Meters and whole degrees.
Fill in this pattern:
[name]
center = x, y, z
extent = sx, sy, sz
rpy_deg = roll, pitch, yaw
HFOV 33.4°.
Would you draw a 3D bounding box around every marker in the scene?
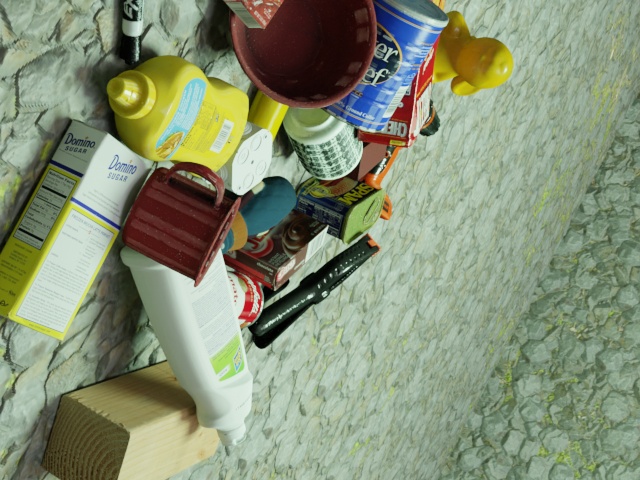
[marker]
center = -0.156, -0.204, 0.892
extent = 0.020, 0.020, 0.121
rpy_deg = -37, 146, -49

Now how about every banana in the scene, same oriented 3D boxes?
[banana]
center = -0.044, -0.157, 1.174
extent = 0.198, 0.037, 0.069
rpy_deg = -62, 158, -8

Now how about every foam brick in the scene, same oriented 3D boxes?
[foam brick]
center = 0.048, -0.122, 1.403
extent = 0.078, 0.053, 0.051
rpy_deg = -41, 148, -45

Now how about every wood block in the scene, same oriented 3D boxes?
[wood block]
center = -0.190, 0.201, 1.153
extent = 0.205, 0.091, 0.090
rpy_deg = -11, 123, -64

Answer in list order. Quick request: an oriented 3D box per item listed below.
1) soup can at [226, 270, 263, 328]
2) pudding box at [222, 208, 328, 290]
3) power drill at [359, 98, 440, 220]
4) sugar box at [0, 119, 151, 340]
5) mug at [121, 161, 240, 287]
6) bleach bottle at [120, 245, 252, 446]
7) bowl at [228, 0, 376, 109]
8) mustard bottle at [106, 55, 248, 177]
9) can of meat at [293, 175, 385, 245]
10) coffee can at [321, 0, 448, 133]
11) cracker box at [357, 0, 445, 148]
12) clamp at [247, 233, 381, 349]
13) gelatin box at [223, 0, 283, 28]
[soup can]
center = -0.115, 0.065, 1.208
extent = 0.068, 0.069, 0.102
rpy_deg = -66, 159, 3
[pudding box]
center = -0.058, 0.002, 1.242
extent = 0.113, 0.090, 0.039
rpy_deg = -40, 150, -48
[power drill]
center = 0.105, -0.127, 1.527
extent = 0.187, 0.057, 0.184
rpy_deg = -67, 155, -2
[sugar box]
center = -0.220, -0.008, 0.924
extent = 0.176, 0.048, 0.093
rpy_deg = -65, 159, -9
[mug]
center = -0.126, -0.024, 0.975
extent = 0.117, 0.081, 0.093
rpy_deg = -63, 180, 41
[bleach bottle]
center = -0.125, 0.105, 1.105
extent = 0.102, 0.068, 0.251
rpy_deg = -39, 123, -48
[bowl]
center = -0.026, -0.212, 1.069
extent = 0.161, 0.055, 0.162
rpy_deg = -2, 95, -26
[mustard bottle]
center = -0.136, -0.118, 0.976
extent = 0.096, 0.058, 0.191
rpy_deg = -61, 159, 6
[can of meat]
center = 0.023, -0.047, 1.384
extent = 0.101, 0.084, 0.057
rpy_deg = -35, 143, -52
[coffee can]
center = 0.059, -0.202, 1.148
extent = 0.102, 0.103, 0.140
rpy_deg = -21, 146, -60
[cracker box]
center = 0.104, -0.233, 1.272
extent = 0.164, 0.072, 0.214
rpy_deg = -54, 153, -67
[clamp]
center = -0.012, 0.067, 1.374
extent = 0.209, 0.036, 0.165
rpy_deg = -37, 172, -15
[gelatin box]
center = -0.066, -0.252, 0.986
extent = 0.089, 0.030, 0.073
rpy_deg = 43, 73, -39
